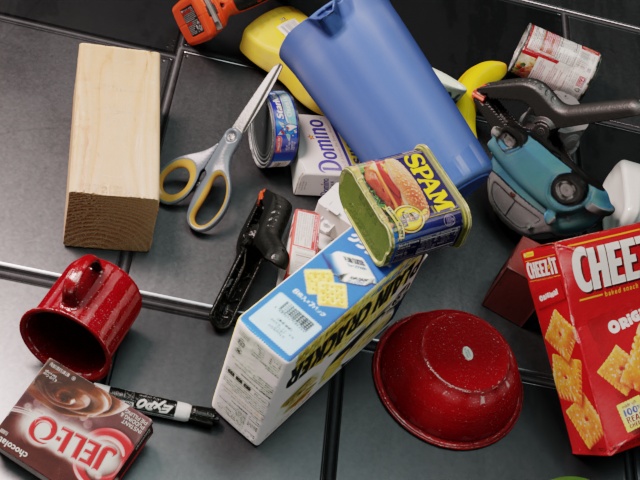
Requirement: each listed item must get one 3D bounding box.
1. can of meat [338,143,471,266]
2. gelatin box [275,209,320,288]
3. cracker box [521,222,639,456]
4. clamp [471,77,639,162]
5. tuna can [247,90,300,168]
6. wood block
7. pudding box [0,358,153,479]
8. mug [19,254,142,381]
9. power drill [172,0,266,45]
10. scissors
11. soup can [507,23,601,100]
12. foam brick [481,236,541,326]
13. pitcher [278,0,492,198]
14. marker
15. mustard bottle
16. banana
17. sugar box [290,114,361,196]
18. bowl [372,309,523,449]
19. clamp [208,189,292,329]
[{"bbox_3d":[0.074,-0.031,0.969,0.083,0.057,0.102,-16,58,-23],"label":"can of meat"},{"bbox_3d":[-0.024,0.024,1.094,0.030,0.073,0.089,13,50,-8],"label":"gelatin box"},{"bbox_3d":[0.312,0.093,1.082,0.164,0.072,0.214,-12,87,-23],"label":"cracker box"},{"bbox_3d":[0.275,-0.139,1.255,0.210,0.165,0.036,39,41,19],"label":"clamp"},{"bbox_3d":[-0.052,-0.124,1.191,0.033,0.086,0.086,-5,55,-21],"label":"tuna can"},{"bbox_3d":[-0.217,-0.099,1.122,0.090,0.091,0.206,5,52,-14],"label":"wood block"},{"bbox_3d":[-0.217,0.171,0.938,0.113,0.039,0.090,29,63,9],"label":"pudding box"},{"bbox_3d":[-0.218,0.061,0.985,0.093,0.117,0.081,15,45,12],"label":"mug"},{"bbox_3d":[-0.083,-0.303,1.297,0.187,0.185,0.057,-31,101,-17],"label":"power drill"},{"bbox_3d":[-0.114,-0.108,1.148,0.096,0.016,0.201,15,80,14],"label":"scissors"},{"bbox_3d":[0.305,-0.232,1.388,0.102,0.069,0.068,24,51,2],"label":"soup can"},{"bbox_3d":[0.217,0.044,1.144,0.051,0.078,0.053,31,51,7],"label":"foam brick"},{"bbox_3d":[0.075,-0.141,1.141,0.149,0.145,0.243,-25,78,-39],"label":"pitcher"},{"bbox_3d":[-0.153,0.154,0.991,0.121,0.020,0.020,13,51,-6],"label":"marker"},{"bbox_3d":[-0.001,-0.202,1.283,0.192,0.058,0.096,42,48,17],"label":"mustard bottle"},{"bbox_3d":[0.190,-0.167,1.329,0.069,0.037,0.197,36,50,-23],"label":"banana"},{"bbox_3d":[0.054,-0.095,1.225,0.176,0.048,0.093,4,52,-15],"label":"sugar box"},{"bbox_3d":[0.137,0.126,1.073,0.162,0.055,0.162,8,52,-11],"label":"bowl"},{"bbox_3d":[-0.057,0.001,1.080,0.039,0.120,0.171,36,44,-23],"label":"clamp"}]
